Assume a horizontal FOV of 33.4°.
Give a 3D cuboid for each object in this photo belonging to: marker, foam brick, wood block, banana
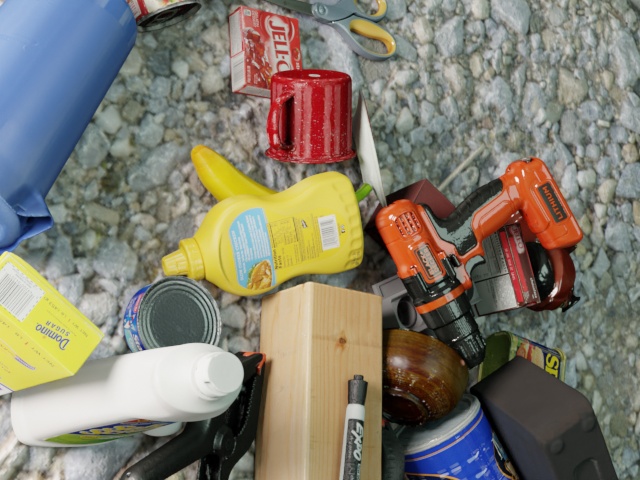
[{"bbox_3d":[0.029,0.180,0.959,0.020,0.020,0.121,19,67,-32],"label":"marker"},{"bbox_3d":[0.096,-0.023,1.144,0.051,0.078,0.053,43,56,-18],"label":"foam brick"},{"bbox_3d":[-0.001,0.154,1.015,0.090,0.090,0.206,13,70,-33],"label":"wood block"},{"bbox_3d":[-0.045,-0.045,1.060,0.197,0.037,0.070,10,104,-29],"label":"banana"}]

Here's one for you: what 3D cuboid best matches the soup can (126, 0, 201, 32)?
[{"bbox_3d":[-0.164,-0.260,1.023,0.068,0.069,0.102,-22,90,-38],"label":"soup can"}]

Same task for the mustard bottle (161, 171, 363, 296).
[{"bbox_3d":[-0.057,0.001,1.015,0.191,0.058,0.096,-15,111,-18],"label":"mustard bottle"}]

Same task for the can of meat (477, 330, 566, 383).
[{"bbox_3d":[0.225,0.160,1.203,0.083,0.058,0.102,23,65,-28],"label":"can of meat"}]

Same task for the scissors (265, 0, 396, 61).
[{"bbox_3d":[0.007,-0.266,1.185,0.201,0.016,0.096,25,62,-29],"label":"scissors"}]

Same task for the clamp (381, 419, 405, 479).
[{"bbox_3d":[0.047,0.257,1.032,0.039,0.120,0.171,27,41,-27],"label":"clamp"}]

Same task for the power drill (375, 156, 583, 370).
[{"bbox_3d":[0.170,0.014,1.080,0.187,0.057,0.184,-29,94,-15],"label":"power drill"}]

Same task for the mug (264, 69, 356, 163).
[{"bbox_3d":[-0.016,-0.123,1.058,0.117,0.093,0.081,-22,118,-51],"label":"mug"}]

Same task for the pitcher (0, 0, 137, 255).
[{"bbox_3d":[-0.261,-0.122,0.885,0.149,0.145,0.242,48,50,-31],"label":"pitcher"}]

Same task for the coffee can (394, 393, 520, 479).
[{"bbox_3d":[0.147,0.243,1.091,0.102,0.103,0.140,-35,99,-38],"label":"coffee can"}]

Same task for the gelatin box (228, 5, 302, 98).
[{"bbox_3d":[-0.056,-0.193,1.108,0.073,0.030,0.089,6,74,-36],"label":"gelatin box"}]

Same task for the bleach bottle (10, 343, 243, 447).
[{"bbox_3d":[-0.144,0.116,0.816,0.102,0.251,0.068,7,73,-35],"label":"bleach bottle"}]

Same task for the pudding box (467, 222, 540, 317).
[{"bbox_3d":[0.182,0.036,1.168,0.039,0.114,0.090,-9,83,-34],"label":"pudding box"}]

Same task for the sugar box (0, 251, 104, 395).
[{"bbox_3d":[-0.243,0.069,0.803,0.093,0.177,0.048,46,53,-17],"label":"sugar box"}]

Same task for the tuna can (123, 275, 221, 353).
[{"bbox_3d":[-0.135,0.077,0.972,0.086,0.034,0.086,11,71,-34],"label":"tuna can"}]

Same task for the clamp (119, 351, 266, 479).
[{"bbox_3d":[-0.095,0.190,0.952,0.209,0.036,0.164,-60,142,-43],"label":"clamp"}]
